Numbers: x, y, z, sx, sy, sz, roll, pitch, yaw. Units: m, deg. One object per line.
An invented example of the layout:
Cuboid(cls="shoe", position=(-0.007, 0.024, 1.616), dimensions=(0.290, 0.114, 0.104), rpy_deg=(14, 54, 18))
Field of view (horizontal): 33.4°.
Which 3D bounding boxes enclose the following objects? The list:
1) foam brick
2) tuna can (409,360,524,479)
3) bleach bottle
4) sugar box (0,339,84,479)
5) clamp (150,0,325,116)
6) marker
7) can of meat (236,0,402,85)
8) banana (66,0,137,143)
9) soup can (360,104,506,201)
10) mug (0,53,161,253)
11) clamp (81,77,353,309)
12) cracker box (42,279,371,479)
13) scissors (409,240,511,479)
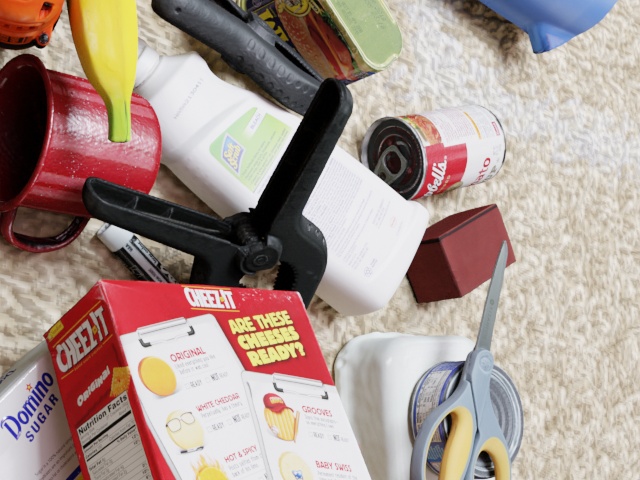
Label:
Cuboid(cls="foam brick", position=(0.110, 0.011, 0.861), dimensions=(0.078, 0.053, 0.051), rpy_deg=(-28, 99, -38))
Cuboid(cls="tuna can", position=(0.106, 0.128, 0.765), dimensions=(0.085, 0.034, 0.086), rpy_deg=(9, 75, -37))
Cuboid(cls="bleach bottle", position=(-0.038, -0.055, 0.748), dimensions=(0.250, 0.068, 0.102), rpy_deg=(40, 60, -24))
Cuboid(cls="sugar box", position=(-0.135, 0.152, 0.638), dimensions=(0.176, 0.048, 0.093), rpy_deg=(53, 53, -14))
Cuboid(cls="clamp", position=(-0.057, -0.144, 0.738), dimensions=(0.171, 0.039, 0.120), rpy_deg=(36, 24, -37))
Cuboid(cls="marker", position=(-0.101, 0.034, 0.706), dimensions=(0.121, 0.020, 0.020), rpy_deg=(50, 55, -20))
Cuboid(cls="can of meat", position=(0.002, -0.159, 0.786), dimensions=(0.102, 0.084, 0.057), rpy_deg=(55, 52, -17))
Cuboid(cls="banana", position=(-0.132, -0.139, 0.621), dimensions=(0.037, 0.070, 0.198), rpy_deg=(5, 39, -21))
Cuboid(cls="soup can", position=(0.091, -0.071, 0.852), dimensions=(0.102, 0.069, 0.068), rpy_deg=(-14, 90, -41))
Cuboid(cls="mug", position=(-0.154, -0.046, 0.642), dimensions=(0.081, 0.093, 0.117), rpy_deg=(11, 105, -42))
Cuboid(cls="clamp", position=(-0.054, 0.001, 0.673), dimensions=(0.164, 0.210, 0.036), rpy_deg=(-18, 52, -12))
Cuboid(cls="cracker box", position=(-0.051, 0.133, 0.608), dimensions=(0.163, 0.072, 0.214), rpy_deg=(7, 52, -49))
Cuboid(cls="scissors", position=(0.120, 0.104, 0.747), dimensions=(0.096, 0.016, 0.201), rpy_deg=(46, 56, -24))
